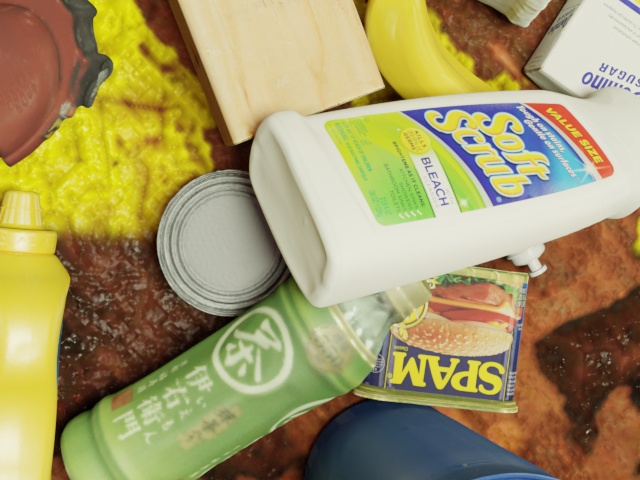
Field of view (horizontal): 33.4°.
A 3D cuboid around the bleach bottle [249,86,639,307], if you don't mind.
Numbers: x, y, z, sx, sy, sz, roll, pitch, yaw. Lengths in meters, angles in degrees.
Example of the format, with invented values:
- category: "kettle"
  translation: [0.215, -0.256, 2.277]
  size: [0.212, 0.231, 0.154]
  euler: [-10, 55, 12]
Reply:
- category: "bleach bottle"
  translation: [0.095, -0.043, 0.583]
  size: [0.250, 0.068, 0.102]
  euler: [-16, 66, -23]

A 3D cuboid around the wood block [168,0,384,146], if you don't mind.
- category: "wood block"
  translation: [-0.048, -0.164, 0.596]
  size: [0.090, 0.091, 0.206]
  euler: [-22, 97, -6]

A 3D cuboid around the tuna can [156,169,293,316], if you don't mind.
- category: "tuna can"
  translation: [-0.054, 0.001, 0.634]
  size: [0.086, 0.034, 0.086]
  euler: [-1, 94, -9]

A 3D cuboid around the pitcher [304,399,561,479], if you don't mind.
- category: "pitcher"
  translation: [0.071, 0.156, 0.556]
  size: [0.149, 0.243, 0.145]
  euler: [37, 87, -9]

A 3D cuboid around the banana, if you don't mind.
- category: "banana"
  translation: [0.079, -0.093, 0.616]
  size: [0.197, 0.070, 0.037]
  euler: [40, 57, -45]

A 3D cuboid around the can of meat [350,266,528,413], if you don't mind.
- category: "can of meat"
  translation: [0.072, 0.055, 0.646]
  size: [0.102, 0.057, 0.084]
  euler: [7, 90, -9]

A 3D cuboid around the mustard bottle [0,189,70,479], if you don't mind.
- category: "mustard bottle"
  translation: [-0.172, 0.068, 0.589]
  size: [0.058, 0.096, 0.191]
  euler: [4, 92, -25]
